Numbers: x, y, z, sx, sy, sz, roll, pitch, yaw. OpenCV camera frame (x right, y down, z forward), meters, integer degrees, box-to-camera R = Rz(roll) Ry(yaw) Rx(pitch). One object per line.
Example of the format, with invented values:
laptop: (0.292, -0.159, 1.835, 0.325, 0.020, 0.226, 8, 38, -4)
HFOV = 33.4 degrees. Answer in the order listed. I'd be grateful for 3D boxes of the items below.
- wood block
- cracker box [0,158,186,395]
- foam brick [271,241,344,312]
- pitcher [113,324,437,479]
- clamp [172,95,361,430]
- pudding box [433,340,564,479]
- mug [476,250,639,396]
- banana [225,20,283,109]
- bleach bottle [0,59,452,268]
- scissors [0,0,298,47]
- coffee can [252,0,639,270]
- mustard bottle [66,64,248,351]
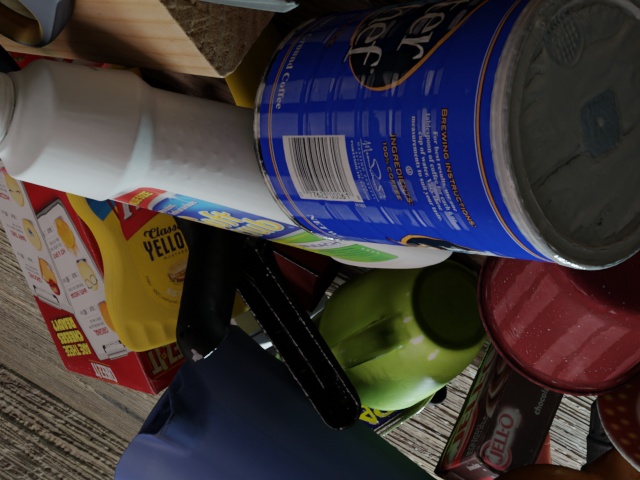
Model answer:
wood block: (-0.109, -0.139, 0.465, 0.206, 0.090, 0.090, 14, 153, 41)
cracker box: (-0.169, -0.004, 0.781, 0.164, 0.072, 0.213, 1, 116, 56)
foam brick: (-0.012, 0.005, 0.713, 0.051, 0.053, 0.078, 30, 161, 8)
pitcher: (0.003, 0.172, 0.685, 0.243, 0.149, 0.145, 33, 130, 14)
clamp: (-0.054, 0.001, 0.584, 0.164, 0.036, 0.210, 34, -152, -62)
pudding box: (0.114, 0.094, 0.642, 0.039, 0.113, 0.090, 29, 160, 0)
mug: (0.137, 0.014, 0.478, 0.117, 0.093, 0.081, 2, 155, -6)
banana: (-0.036, -0.075, 0.587, 0.070, 0.037, 0.198, 28, 160, 11)
bleach bottle: (-0.051, -0.036, 0.496, 0.250, 0.068, 0.103, 11, 175, -38)
scissors: (-0.084, -0.087, 0.388, 0.202, 0.016, 0.096, 26, 159, 22)
coffee can: (0.055, -0.045, 0.421, 0.141, 0.102, 0.102, 6, 148, 51)
mustard bottle: (-0.111, -0.033, 0.683, 0.058, 0.096, 0.191, -164, 55, -71)
